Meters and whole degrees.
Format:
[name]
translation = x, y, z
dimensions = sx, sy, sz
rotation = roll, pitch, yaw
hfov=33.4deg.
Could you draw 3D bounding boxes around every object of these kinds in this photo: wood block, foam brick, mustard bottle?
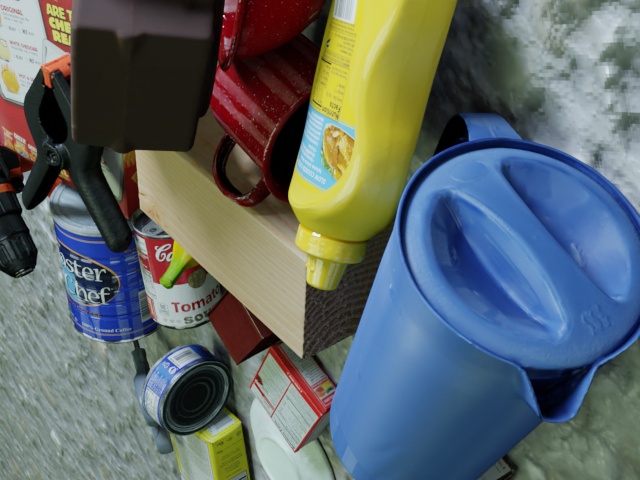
[wood block]
translation = -0.040, -0.022, 0.762
dimensions = 0.206, 0.090, 0.091
rotation = 39, 142, 37
[foam brick]
translation = -0.051, 0.060, 0.879
dimensions = 0.051, 0.052, 0.078
rotation = 58, 151, 9
[mustard bottle]
translation = 0.022, -0.064, 0.585
dimensions = 0.096, 0.058, 0.192
rotation = -136, 57, -63

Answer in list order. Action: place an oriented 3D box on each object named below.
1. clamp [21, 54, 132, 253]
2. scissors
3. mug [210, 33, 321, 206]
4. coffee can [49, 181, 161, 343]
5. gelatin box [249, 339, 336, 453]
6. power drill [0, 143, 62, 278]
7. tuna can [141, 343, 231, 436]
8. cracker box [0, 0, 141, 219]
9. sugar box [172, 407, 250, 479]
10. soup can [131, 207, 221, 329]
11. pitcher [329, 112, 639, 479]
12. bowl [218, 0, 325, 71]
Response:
[clamp]
translation = -0.203, -0.068, 0.888
dimensions = 0.120, 0.039, 0.172
rotation = 26, 135, 15
[scissors]
translation = -0.190, 0.124, 1.112
dimensions = 0.096, 0.016, 0.202
rotation = 85, 166, -68
[mug]
translation = -0.025, -0.075, 0.684
dimensions = 0.117, 0.093, 0.082
rotation = -51, 54, 11
[coffee can]
translation = -0.198, 0.014, 1.023
dimensions = 0.103, 0.102, 0.140
rotation = 38, 142, 37
[gelatin box]
translation = -0.021, 0.131, 0.910
dimensions = 0.073, 0.030, 0.089
rotation = 52, 148, 17
[power drill]
translation = -0.291, -0.054, 1.048
dimensions = 0.057, 0.187, 0.184
rotation = -29, 85, 17
[tuna can]
translation = -0.128, 0.145, 1.033
dimensions = 0.034, 0.086, 0.086
rotation = 32, 138, 40
[cracker box]
translation = -0.207, -0.146, 0.917
dimensions = 0.164, 0.072, 0.214
rotation = 29, 137, 22
[sugar box]
translation = -0.112, 0.242, 1.124
dimensions = 0.093, 0.048, 0.176
rotation = 34, 143, 43
[soup can]
translation = -0.126, 0.020, 0.951
dimensions = 0.069, 0.068, 0.102
rotation = 31, 138, 43
[pitcher]
translation = 0.079, 0.054, 0.615
dimensions = 0.145, 0.149, 0.243
rotation = 36, 147, 11
[bowl]
translation = -0.025, -0.176, 0.612
dimensions = 0.162, 0.055, 0.162
rotation = -176, 90, -79
